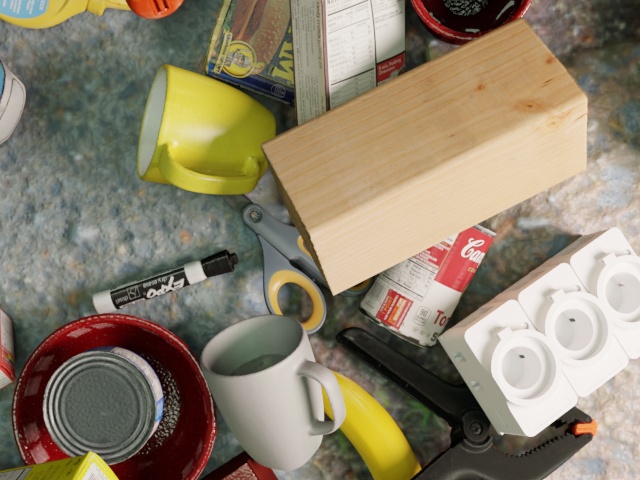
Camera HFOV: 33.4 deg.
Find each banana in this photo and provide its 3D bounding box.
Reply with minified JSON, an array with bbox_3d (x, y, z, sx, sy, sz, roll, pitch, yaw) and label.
[{"bbox_3d":[0.045,0.185,0.849,0.069,0.037,0.198,-18,92,5],"label":"banana"}]

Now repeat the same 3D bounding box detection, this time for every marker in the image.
[{"bbox_3d":[-0.124,0.033,0.859,0.121,0.020,0.020,-19,92,4],"label":"marker"}]

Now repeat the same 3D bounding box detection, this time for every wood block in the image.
[{"bbox_3d":[0.075,-0.059,0.755,0.206,0.091,0.090,-27,56,-3],"label":"wood block"}]

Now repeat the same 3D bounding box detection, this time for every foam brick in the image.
[{"bbox_3d":[-0.073,0.211,0.851,0.078,0.051,0.053,-33,92,5],"label":"foam brick"}]

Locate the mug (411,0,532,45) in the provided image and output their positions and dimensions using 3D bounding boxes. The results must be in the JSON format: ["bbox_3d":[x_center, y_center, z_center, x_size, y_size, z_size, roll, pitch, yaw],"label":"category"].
[{"bbox_3d":[0.122,-0.192,0.797,0.117,0.081,0.093,-7,93,4],"label":"mug"}]

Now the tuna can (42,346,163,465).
[{"bbox_3d":[-0.162,0.123,0.803,0.086,0.033,0.086,0,93,4],"label":"tuna can"}]

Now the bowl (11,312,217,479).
[{"bbox_3d":[-0.159,0.135,0.849,0.162,0.055,0.162,0,94,4],"label":"bowl"}]

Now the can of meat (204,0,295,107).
[{"bbox_3d":[-0.034,-0.159,0.823,0.084,0.057,0.102,21,94,5],"label":"can of meat"}]

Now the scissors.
[{"bbox_3d":[-0.056,0.001,0.846,0.202,0.016,0.096,28,79,2],"label":"scissors"}]

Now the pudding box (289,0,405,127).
[{"bbox_3d":[0.022,-0.140,0.784,0.039,0.089,0.113,22,128,40],"label":"pudding box"}]

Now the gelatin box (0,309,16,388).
[{"bbox_3d":[-0.287,0.100,0.846,0.089,0.073,0.030,-29,129,4],"label":"gelatin box"}]

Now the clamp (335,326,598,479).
[{"bbox_3d":[0.109,0.139,0.826,0.209,0.036,0.164,-6,75,-12],"label":"clamp"}]

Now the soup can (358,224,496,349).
[{"bbox_3d":[0.081,0.023,0.821,0.068,0.068,0.102,28,95,1],"label":"soup can"}]
